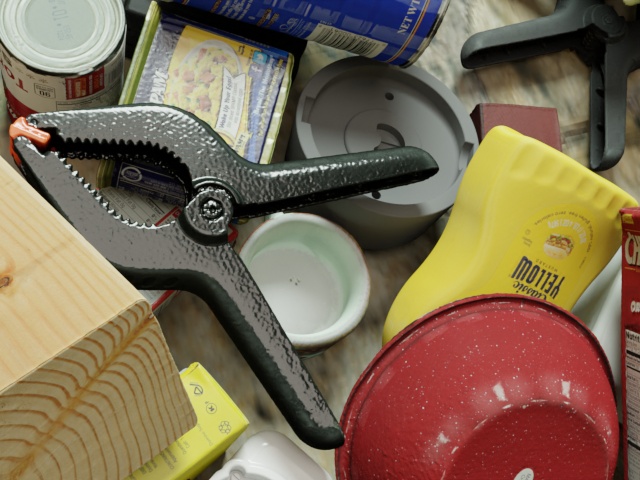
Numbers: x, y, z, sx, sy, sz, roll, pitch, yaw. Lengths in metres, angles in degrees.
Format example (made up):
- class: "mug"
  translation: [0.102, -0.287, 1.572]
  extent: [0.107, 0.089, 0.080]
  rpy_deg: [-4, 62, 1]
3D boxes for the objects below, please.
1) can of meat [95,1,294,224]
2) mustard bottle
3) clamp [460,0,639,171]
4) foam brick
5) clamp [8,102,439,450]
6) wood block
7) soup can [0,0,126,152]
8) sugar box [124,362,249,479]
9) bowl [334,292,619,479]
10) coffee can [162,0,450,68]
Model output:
- class: "can of meat"
  translation: [-0.066, -0.066, 0.577]
  extent: [0.084, 0.057, 0.102]
  rpy_deg: [17, 75, -9]
- class: "mustard bottle"
  translation: [0.088, 0.041, 0.579]
  extent: [0.096, 0.058, 0.192]
  rpy_deg: [25, 98, -30]
- class: "clamp"
  translation: [0.170, -0.135, 0.695]
  extent: [0.120, 0.039, 0.171]
  rpy_deg: [35, 62, -3]
- class: "foam brick"
  translation: [0.112, -0.037, 0.641]
  extent: [0.051, 0.053, 0.078]
  rpy_deg: [3, 70, -11]
- class: "clamp"
  translation: [-0.053, 0.001, 0.517]
  extent: [0.210, 0.036, 0.164]
  rpy_deg: [17, 69, -10]
- class: "wood block"
  translation: [-0.159, 0.026, 0.493]
  extent: [0.090, 0.090, 0.206]
  rpy_deg: [-35, 48, -21]
- class: "soup can"
  translation: [-0.140, -0.097, 0.584]
  extent: [0.068, 0.102, 0.068]
  rpy_deg: [4, 71, -11]
- class: "sugar box"
  translation: [-0.120, 0.132, 0.513]
  extent: [0.176, 0.093, 0.048]
  rpy_deg: [-38, 82, -20]
- class: "bowl"
  translation: [0.091, 0.110, 0.539]
  extent: [0.162, 0.055, 0.162]
  rpy_deg: [-5, 109, -16]
- class: "coffee can"
  translation: [-0.006, -0.160, 0.570]
  extent: [0.140, 0.103, 0.103]
  rpy_deg: [13, 69, -16]
